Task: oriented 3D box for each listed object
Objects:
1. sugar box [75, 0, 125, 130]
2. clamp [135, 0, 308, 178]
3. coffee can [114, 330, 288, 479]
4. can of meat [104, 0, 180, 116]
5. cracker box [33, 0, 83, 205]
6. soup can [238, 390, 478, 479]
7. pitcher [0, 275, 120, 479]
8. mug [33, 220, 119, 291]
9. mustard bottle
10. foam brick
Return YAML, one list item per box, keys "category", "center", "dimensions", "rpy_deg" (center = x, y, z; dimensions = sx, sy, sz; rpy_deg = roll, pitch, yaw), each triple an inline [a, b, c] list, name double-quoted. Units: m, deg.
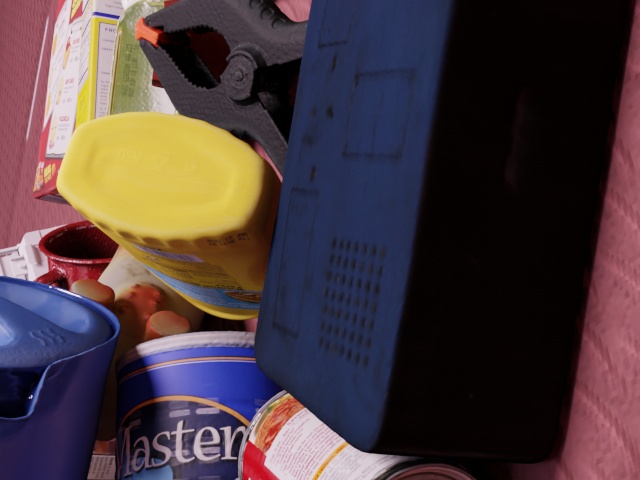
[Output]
- category: "sugar box"
  center: [-0.129, -0.127, 0.786]
  dimensions: [0.048, 0.093, 0.176]
  rpy_deg: [138, 135, -55]
- category: "clamp"
  center: [-0.028, -0.072, 0.539]
  dimensions: [0.172, 0.039, 0.120]
  rpy_deg: [19, 100, 36]
- category: "coffee can"
  center: [-0.048, 0.126, 0.513]
  dimensions: [0.103, 0.102, 0.140]
  rpy_deg: [138, 134, -55]
- category: "can of meat"
  center: [-0.096, -0.097, 0.696]
  dimensions: [0.084, 0.057, 0.102]
  rpy_deg: [33, -120, -72]
- category: "cracker box"
  center: [-0.206, -0.145, 0.988]
  dimensions: [0.164, 0.072, 0.214]
  rpy_deg: [-9, 73, 64]
- category: "soup can"
  center: [0.016, 0.102, 0.421]
  dimensions: [0.102, 0.068, 0.068]
  rpy_deg: [-159, 78, -65]
- category: "pitcher"
  center: [-0.186, 0.139, 0.531]
  dimensions: [0.149, 0.145, 0.243]
  rpy_deg: [-28, -50, -73]
- category: "mug"
  center: [-0.166, 0.040, 0.785]
  dimensions: [0.093, 0.117, 0.081]
  rpy_deg: [15, 115, 35]
- category: "mustard bottle"
  center: [-0.053, 0.000, 0.540]
  dimensions: [0.191, 0.096, 0.058]
  rpy_deg: [63, -141, -69]
- category: "foam brick"
  center: [-0.053, -0.109, 0.629]
  dimensions: [0.053, 0.078, 0.051]
  rpy_deg: [19, 99, 64]
